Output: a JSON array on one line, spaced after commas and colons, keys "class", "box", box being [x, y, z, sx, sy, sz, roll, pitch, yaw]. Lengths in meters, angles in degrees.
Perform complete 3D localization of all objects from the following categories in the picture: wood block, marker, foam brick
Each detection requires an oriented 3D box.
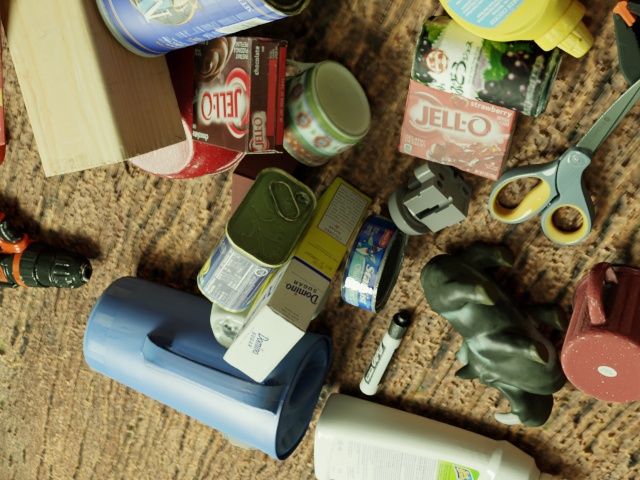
[{"class": "wood block", "box": [-0.193, -0.166, 0.871, 0.090, 0.090, 0.206, -8, 101, 31]}, {"class": "marker", "box": [0.065, 0.114, 1.072, 0.020, 0.020, 0.121, 26, 135, 5]}, {"class": "foam brick", "box": [-0.049, -0.040, 0.980, 0.053, 0.051, 0.078, 19, 134, 11]}]

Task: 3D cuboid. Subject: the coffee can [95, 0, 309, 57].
[{"class": "coffee can", "box": [-0.090, -0.207, 0.822, 0.141, 0.102, 0.102, -9, 123, 33]}]

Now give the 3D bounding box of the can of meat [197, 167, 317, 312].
[{"class": "can of meat", "box": [-0.056, 0.001, 0.910, 0.057, 0.102, 0.084, 33, 137, -5]}]

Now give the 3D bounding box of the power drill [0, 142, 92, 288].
[{"class": "power drill", "box": [-0.344, -0.027, 1.141, 0.185, 0.057, 0.187, 6, 129, 24]}]

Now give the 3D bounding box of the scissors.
[{"class": "scissors", "box": [0.213, -0.052, 0.839, 0.096, 0.016, 0.202, 38, 143, -14]}]

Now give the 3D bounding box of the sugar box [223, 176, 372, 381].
[{"class": "sugar box", "box": [-0.019, 0.031, 0.935, 0.048, 0.176, 0.093, 35, 135, -4]}]

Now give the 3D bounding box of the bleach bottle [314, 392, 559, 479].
[{"class": "bleach bottle", "box": [0.121, 0.235, 1.118, 0.251, 0.068, 0.102, 13, 132, 15]}]

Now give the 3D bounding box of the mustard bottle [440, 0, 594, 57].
[{"class": "mustard bottle", "box": [0.118, -0.198, 0.751, 0.191, 0.058, 0.096, 40, 131, -8]}]

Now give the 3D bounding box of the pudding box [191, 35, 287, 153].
[{"class": "pudding box", "box": [-0.068, -0.121, 0.872, 0.114, 0.039, 0.090, 21, 110, 60]}]

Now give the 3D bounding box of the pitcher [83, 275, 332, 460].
[{"class": "pitcher", "box": [-0.121, 0.122, 1.096, 0.243, 0.144, 0.149, 19, 137, 17]}]

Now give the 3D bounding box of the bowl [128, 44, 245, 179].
[{"class": "bowl", "box": [-0.143, -0.112, 0.966, 0.162, 0.055, 0.162, 15, 133, 16]}]

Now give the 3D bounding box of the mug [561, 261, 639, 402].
[{"class": "mug", "box": [0.247, 0.073, 0.897, 0.093, 0.081, 0.117, -4, 125, 30]}]

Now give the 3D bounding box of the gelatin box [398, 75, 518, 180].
[{"class": "gelatin box", "box": [0.112, -0.095, 0.862, 0.089, 0.030, 0.073, 18, 133, 13]}]

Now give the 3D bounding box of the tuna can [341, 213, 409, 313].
[{"class": "tuna can", "box": [0.049, 0.020, 0.955, 0.034, 0.086, 0.086, 19, 134, 15]}]
